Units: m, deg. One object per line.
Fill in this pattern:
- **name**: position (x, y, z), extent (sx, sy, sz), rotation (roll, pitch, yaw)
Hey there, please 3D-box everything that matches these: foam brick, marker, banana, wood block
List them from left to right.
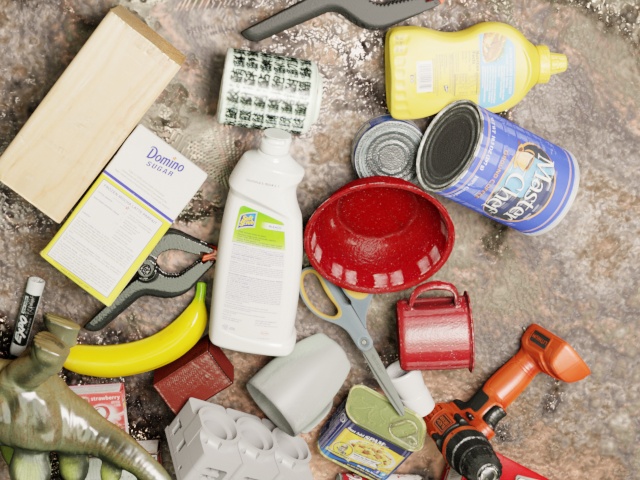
- **marker**: position (-0.335, 0.099, 1.206), extent (0.020, 0.020, 0.121), rotation (17, 105, -9)
- **wood block**: position (-0.238, -0.133, 1.104), extent (0.090, 0.091, 0.206), rotation (38, 101, -13)
- **banana**: position (-0.206, 0.117, 1.214), extent (0.198, 0.037, 0.069), rotation (-24, 76, 1)
- **foam brick**: position (-0.145, 0.155, 1.219), extent (0.078, 0.053, 0.051), rotation (-32, 107, 6)

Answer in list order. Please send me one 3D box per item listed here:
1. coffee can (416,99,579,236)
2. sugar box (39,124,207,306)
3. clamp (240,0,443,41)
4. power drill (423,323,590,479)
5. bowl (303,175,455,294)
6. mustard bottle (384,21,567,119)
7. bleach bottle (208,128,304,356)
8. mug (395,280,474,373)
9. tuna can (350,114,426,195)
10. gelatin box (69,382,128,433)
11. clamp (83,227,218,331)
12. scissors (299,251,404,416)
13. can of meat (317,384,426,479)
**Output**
- **coffee can**: position (0.187, -0.075, 1.126), extent (0.140, 0.103, 0.103), rotation (22, 105, -29)
- **sugar box**: position (-0.209, -0.027, 1.140), extent (0.093, 0.048, 0.176), rotation (38, 84, -8)
- **clamp**: position (0.023, -0.264, 1.110), extent (0.210, 0.036, 0.165), rotation (16, 105, -9)
- **power drill**: position (0.208, 0.184, 1.196), extent (0.187, 0.184, 0.057), rotation (-40, 106, -2)
- **bowl**: position (0.062, -0.017, 1.155), extent (0.162, 0.055, 0.162), rotation (0, 133, 0)
- **mustard bottle**: position (0.166, -0.183, 1.134), extent (0.191, 0.058, 0.096), rotation (-4, 109, -3)
- **bleach bottle**: position (-0.058, 0.001, 1.147), extent (0.102, 0.068, 0.251), rotation (9, 117, -5)
- **mug**: position (0.127, 0.095, 1.199), extent (0.081, 0.093, 0.117), rotation (-3, 126, 2)
- **tuna can**: position (0.077, -0.093, 1.168), extent (0.086, 0.034, 0.086), rotation (-1, 107, -4)
- **gelatin box**: position (-0.270, 0.206, 1.238), extent (0.089, 0.030, 0.073), rotation (-3, 107, -3)
- **clamp**: position (-0.197, 0.040, 1.187), extent (0.171, 0.039, 0.120), rotation (-2, 106, 0)
- **scissors**: position (0.058, 0.096, 1.214), extent (0.096, 0.016, 0.202), rotation (-43, 92, 1)
- **can of meat**: position (0.058, 0.227, 1.239), extent (0.102, 0.057, 0.084), rotation (28, 130, -8)
